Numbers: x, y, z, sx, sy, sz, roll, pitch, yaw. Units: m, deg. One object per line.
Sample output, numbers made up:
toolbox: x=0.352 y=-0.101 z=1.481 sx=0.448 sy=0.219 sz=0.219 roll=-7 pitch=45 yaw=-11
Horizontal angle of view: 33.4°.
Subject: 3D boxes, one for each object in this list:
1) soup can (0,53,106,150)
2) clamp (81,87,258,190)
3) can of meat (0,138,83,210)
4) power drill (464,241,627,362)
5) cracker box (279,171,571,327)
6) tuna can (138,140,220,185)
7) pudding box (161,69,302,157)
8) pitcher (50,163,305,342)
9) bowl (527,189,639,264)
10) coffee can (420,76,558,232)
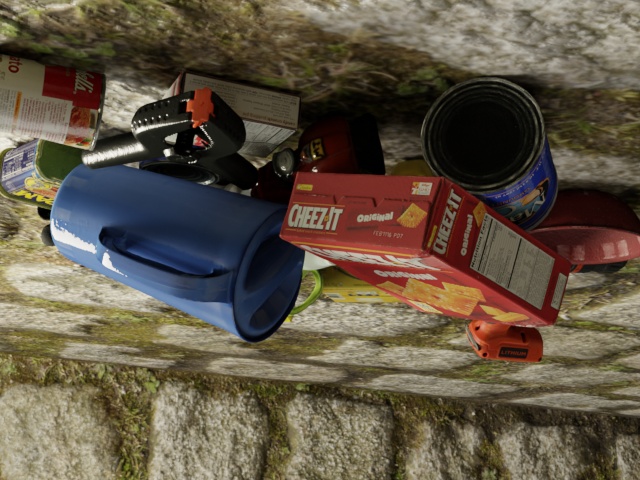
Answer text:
soup can: x=-0.241 y=-0.119 z=0.914 sx=0.102 sy=0.068 sz=0.069 roll=9 pitch=165 yaw=-19
clamp: x=-0.108 y=-0.084 z=0.919 sx=0.164 sy=0.036 sz=0.210 roll=8 pitch=167 yaw=-20
can of meat: x=-0.280 y=-0.072 z=1.137 sx=0.101 sy=0.057 sz=0.084 roll=17 pitch=159 yaw=-42
power drill: x=0.276 y=0.066 z=1.339 sx=0.184 sy=0.057 sz=0.188 roll=8 pitch=122 yaw=-19
cracker box: x=0.095 y=0.011 z=0.945 sx=0.164 sy=0.072 sz=0.213 roll=5 pitch=164 yaw=44
tuna can: x=-0.144 y=-0.083 z=1.100 sx=0.086 sy=0.034 sz=0.086 roll=4 pitch=166 yaw=1
pudding box: x=-0.084 y=-0.112 z=0.961 sx=0.113 sy=0.039 sz=0.090 roll=8 pitch=164 yaw=-21
pitcher: x=-0.146 y=0.002 z=1.030 sx=0.243 sy=0.145 sz=0.149 roll=18 pitch=154 yaw=26
bowl: x=0.289 y=-0.018 z=1.195 sx=0.162 sy=0.055 sz=0.162 roll=4 pitch=166 yaw=1
coffee can: x=0.151 y=-0.069 z=0.935 sx=0.103 sy=0.103 sz=0.140 roll=0 pitch=165 yaw=17
